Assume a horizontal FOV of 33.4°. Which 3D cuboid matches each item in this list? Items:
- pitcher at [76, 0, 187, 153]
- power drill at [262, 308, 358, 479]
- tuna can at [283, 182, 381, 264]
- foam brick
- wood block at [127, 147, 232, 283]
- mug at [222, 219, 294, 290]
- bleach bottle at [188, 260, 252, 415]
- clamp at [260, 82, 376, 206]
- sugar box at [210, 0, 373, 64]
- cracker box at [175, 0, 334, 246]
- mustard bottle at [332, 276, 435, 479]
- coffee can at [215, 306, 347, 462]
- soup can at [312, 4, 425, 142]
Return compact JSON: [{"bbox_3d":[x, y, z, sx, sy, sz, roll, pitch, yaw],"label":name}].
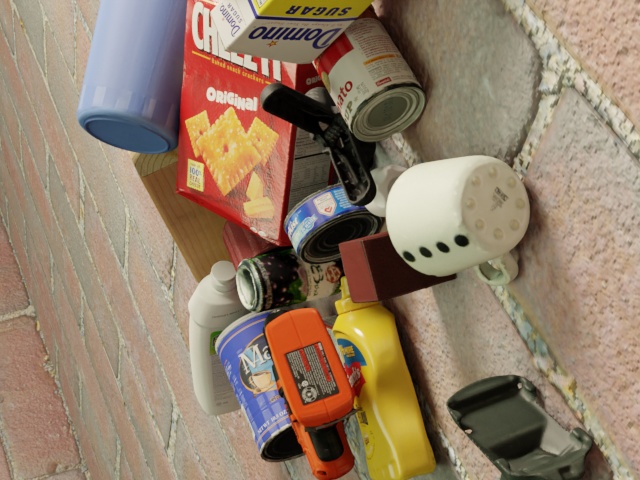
[{"bbox_3d":[-0.173,-0.216,1.124,0.145,0.149,0.243,-2,69,43],"label":"pitcher"},{"bbox_3d":[-0.014,0.129,1.024,0.187,0.057,0.184,86,161,-69],"label":"power drill"},{"bbox_3d":[0.012,-0.015,0.973,0.034,0.086,0.086,64,155,25],"label":"tuna can"},{"bbox_3d":[0.063,0.018,0.882,0.051,0.078,0.053,-10,93,66],"label":"foam brick"},{"bbox_3d":[-0.147,-0.055,1.234,0.091,0.090,0.206,59,174,37],"label":"wood block"},{"bbox_3d":[-0.057,0.001,1.138,0.117,0.093,0.081,83,165,-47],"label":"mug"},{"bbox_3d":[-0.105,0.110,1.264,0.068,0.102,0.251,58,157,33],"label":"bleach bottle"},{"bbox_3d":[0.016,-0.083,0.892,0.120,0.039,0.171,55,-160,3],"label":"clamp"},{"bbox_3d":[0.007,-0.201,0.789,0.176,0.093,0.048,-42,61,37],"label":"sugar box"},{"bbox_3d":[-0.062,-0.121,1.020,0.164,0.071,0.214,28,122,39],"label":"cracker box"},{"bbox_3d":[0.052,0.124,0.990,0.096,0.058,0.191,144,112,-77],"label":"mustard bottle"},{"bbox_3d":[-0.045,0.158,1.181,0.140,0.102,0.103,63,154,30],"label":"coffee can"},{"bbox_3d":[0.035,-0.139,0.873,0.102,0.068,0.069,63,154,28],"label":"soup can"}]
